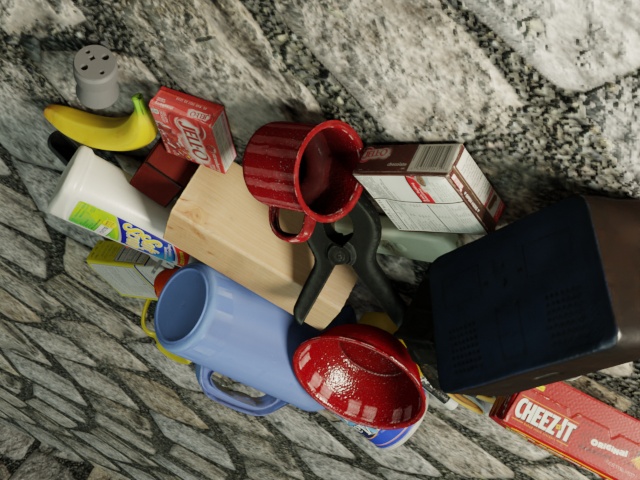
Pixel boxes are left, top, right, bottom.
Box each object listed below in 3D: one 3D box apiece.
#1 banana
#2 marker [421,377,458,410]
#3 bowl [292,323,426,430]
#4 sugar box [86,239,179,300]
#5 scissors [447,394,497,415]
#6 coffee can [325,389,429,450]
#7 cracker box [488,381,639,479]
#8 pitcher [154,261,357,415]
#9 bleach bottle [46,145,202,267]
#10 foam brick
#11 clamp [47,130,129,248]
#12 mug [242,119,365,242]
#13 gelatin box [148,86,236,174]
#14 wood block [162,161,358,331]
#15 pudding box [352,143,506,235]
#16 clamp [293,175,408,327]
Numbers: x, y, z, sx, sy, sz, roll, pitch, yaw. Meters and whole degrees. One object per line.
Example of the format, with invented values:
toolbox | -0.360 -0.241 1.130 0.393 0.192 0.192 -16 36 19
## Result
banana | -0.232 -0.129 1.174 0.198 0.037 0.069 0 126 46
marker | 0.133 0.182 1.393 0.121 0.020 0.020 39 154 -21
bowl | 0.052 0.145 1.217 0.162 0.055 0.162 17 140 15
sugar box | -0.242 0.045 1.508 0.177 0.048 0.093 2 145 39
scissors | 0.148 0.160 1.338 0.201 0.016 0.096 39 153 -20
coffee can | 0.058 0.196 1.401 0.140 0.102 0.103 38 154 -20
cracker box | 0.271 0.200 1.141 0.164 0.072 0.213 26 176 8
pitcher | -0.082 0.120 1.273 0.145 0.149 0.242 -6 156 44
bleach bottle | -0.186 -0.017 1.247 0.250 0.068 0.103 26 151 -17
foam brick | -0.169 -0.079 1.176 0.051 0.053 0.078 34 156 -11
clamp | -0.244 -0.048 1.338 0.165 0.036 0.210 20 153 17
mug | -0.020 -0.056 0.990 0.082 0.117 0.093 12 -176 44
gelatin box | -0.130 -0.113 1.094 0.073 0.030 0.089 21 155 17
wood block | -0.058 0.002 1.165 0.206 0.090 0.090 30 156 -2
pudding box | 0.098 -0.046 0.965 0.114 0.039 0.090 6 148 45
clamp | 0.015 0.015 1.069 0.120 0.039 0.171 -10 107 14
